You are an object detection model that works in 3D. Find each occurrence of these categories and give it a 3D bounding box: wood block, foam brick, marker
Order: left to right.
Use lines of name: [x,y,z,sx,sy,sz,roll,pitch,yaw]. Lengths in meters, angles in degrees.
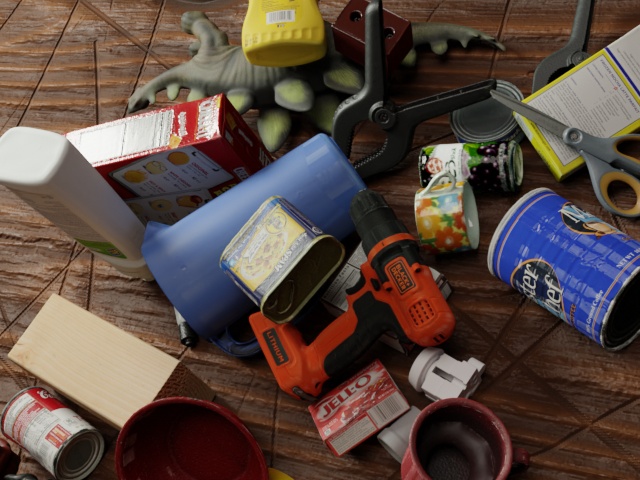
wood block: [-0.230,0.148,1.170,0.206,0.090,0.090,22,71,34]
marker: [-0.161,0.071,1.231,0.020,0.020,0.121,-24,53,9]
foam brick: [0.060,-0.232,1.217,0.078,0.051,0.053,30,73,16]

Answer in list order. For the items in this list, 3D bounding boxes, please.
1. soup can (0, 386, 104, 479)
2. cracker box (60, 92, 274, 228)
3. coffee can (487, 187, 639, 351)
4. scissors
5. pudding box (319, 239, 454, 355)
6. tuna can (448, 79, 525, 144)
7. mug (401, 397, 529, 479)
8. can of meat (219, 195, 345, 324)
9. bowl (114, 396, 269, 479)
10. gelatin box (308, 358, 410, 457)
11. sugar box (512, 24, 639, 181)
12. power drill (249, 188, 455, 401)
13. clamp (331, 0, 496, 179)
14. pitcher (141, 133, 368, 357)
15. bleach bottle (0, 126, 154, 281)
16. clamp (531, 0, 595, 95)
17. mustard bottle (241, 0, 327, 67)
soup can: [-0.294,0.213,1.172,0.102,0.068,0.068,27,74,34]
cracker box: [-0.174,-0.080,1.241,0.214,0.164,0.072,-11,58,18]
coffee can: [0.246,0.026,1.019,0.102,0.102,0.140,-47,53,-9]
scissors: [0.260,-0.084,1.086,0.202,0.016,0.096,15,83,5]
pudding box: [0.068,0.056,1.123,0.114,0.039,0.090,26,75,37]
tuna can: [0.189,-0.135,1.190,0.086,0.033,0.086,-12,56,18]
mug: [0.131,0.201,0.967,0.117,0.081,0.093,1,60,-7]
can of meat: [-0.041,0.017,1.057,0.102,0.057,0.084,-49,54,1]
bowl: [-0.120,0.219,1.064,0.162,0.162,0.055,-11,14,19]
gelatin box: [0.036,0.165,1.054,0.089,0.030,0.073,-35,22,0]
sugar box: [0.301,-0.148,1.121,0.176,0.048,0.093,-31,80,1]
power drill: [0.023,0.060,1.073,0.188,0.057,0.184,-35,57,13]
clamp: [0.084,-0.141,1.186,0.164,0.210,0.036,29,28,2]
pitcher: [-0.058,0.001,1.161,0.243,0.149,0.145,-35,34,2]
bleach bottle: [-0.256,-0.026,1.189,0.103,0.250,0.068,12,66,30]
clamp: [0.299,-0.191,1.171,0.120,0.039,0.171,30,83,35]
mustard bottle: [-0.043,-0.299,1.253,0.096,0.058,0.191,-5,67,8]
